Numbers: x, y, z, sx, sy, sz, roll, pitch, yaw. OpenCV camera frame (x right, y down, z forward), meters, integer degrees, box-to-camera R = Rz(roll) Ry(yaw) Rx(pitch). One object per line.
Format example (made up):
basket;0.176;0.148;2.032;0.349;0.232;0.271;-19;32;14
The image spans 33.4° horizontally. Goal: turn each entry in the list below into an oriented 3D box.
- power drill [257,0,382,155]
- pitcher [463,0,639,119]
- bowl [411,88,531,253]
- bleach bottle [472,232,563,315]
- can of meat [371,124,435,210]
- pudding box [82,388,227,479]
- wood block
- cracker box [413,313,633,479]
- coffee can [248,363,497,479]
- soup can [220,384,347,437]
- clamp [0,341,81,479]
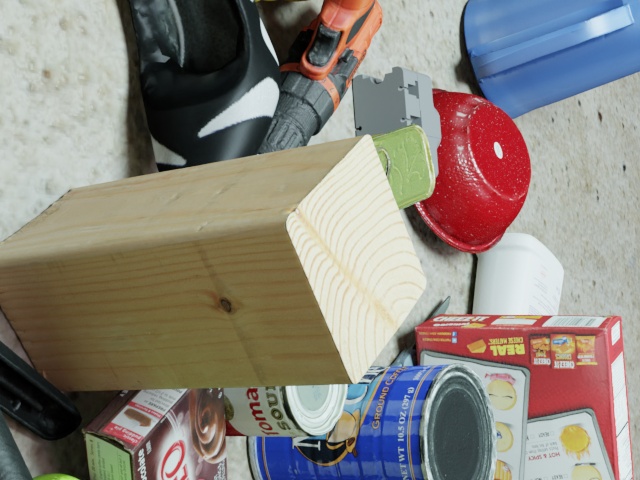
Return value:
power drill;0.007;-0.152;0.735;0.057;0.188;0.184;27;59;1
pitcher;0.268;-0.211;1.039;0.144;0.243;0.149;38;48;-41
bowl;0.143;-0.072;0.971;0.161;0.055;0.162;19;61;-39
bleach bottle;0.174;0.126;1.007;0.102;0.068;0.250;37;58;-44
can of meat;0.025;-0.048;0.802;0.101;0.084;0.057;-24;104;-54
pudding box;-0.092;0.126;0.612;0.089;0.039;0.113;-49;147;-48
wood block;-0.064;0.018;0.556;0.090;0.206;0.091;-48;123;-47
cracker box;0.172;0.169;0.891;0.072;0.164;0.214;-17;103;-61
coffee can;0.036;0.138;0.736;0.102;0.141;0.103;13;74;-53
soup can;-0.043;0.089;0.666;0.068;0.102;0.068;13;74;-54
clamp;-0.174;0.050;0.485;0.210;0.036;0.165;58;-2;-23
